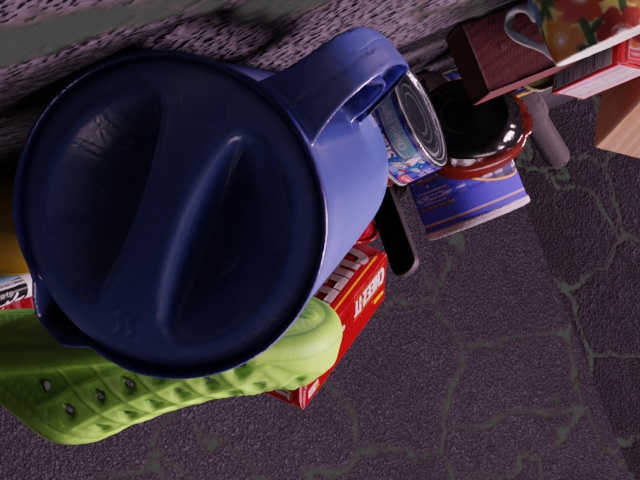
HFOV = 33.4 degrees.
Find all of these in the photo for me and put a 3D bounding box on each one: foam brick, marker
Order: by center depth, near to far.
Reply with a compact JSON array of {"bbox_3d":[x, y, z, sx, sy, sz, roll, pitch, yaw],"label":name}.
[{"bbox_3d":[0.135,-0.133,0.731,0.078,0.051,0.053,-22,180,-4],"label":"foam brick"},{"bbox_3d":[-0.229,0.038,0.766,0.020,0.020,0.120,-21,-179,29],"label":"marker"}]

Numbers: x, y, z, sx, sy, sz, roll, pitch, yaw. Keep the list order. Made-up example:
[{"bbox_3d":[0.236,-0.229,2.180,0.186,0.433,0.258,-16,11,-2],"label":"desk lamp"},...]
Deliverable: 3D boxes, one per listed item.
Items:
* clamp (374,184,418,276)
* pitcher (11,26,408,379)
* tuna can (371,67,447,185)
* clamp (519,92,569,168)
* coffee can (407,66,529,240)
[{"bbox_3d":[0.039,-0.074,0.993,0.036,0.164,0.210,-31,-160,20],"label":"clamp"},{"bbox_3d":[-0.029,-0.033,0.531,0.149,0.145,0.242,5,-169,12],"label":"pitcher"},{"bbox_3d":[0.056,-0.084,0.749,0.034,0.086,0.086,-23,180,22],"label":"tuna can"},{"bbox_3d":[0.178,-0.138,0.989,0.039,0.120,0.171,-42,153,3],"label":"clamp"},{"bbox_3d":[0.124,-0.083,1.006,0.103,0.140,0.103,-22,180,0],"label":"coffee can"}]
